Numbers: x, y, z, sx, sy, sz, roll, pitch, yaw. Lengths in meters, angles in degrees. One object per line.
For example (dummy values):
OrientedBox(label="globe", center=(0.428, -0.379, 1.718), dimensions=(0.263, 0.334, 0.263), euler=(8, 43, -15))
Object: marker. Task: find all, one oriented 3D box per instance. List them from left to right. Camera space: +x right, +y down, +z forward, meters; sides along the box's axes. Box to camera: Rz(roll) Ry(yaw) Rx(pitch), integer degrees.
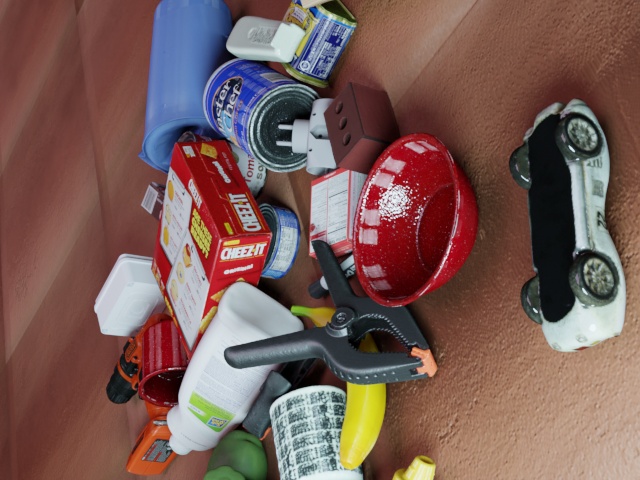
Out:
OrientedBox(label="marker", center=(0.023, 0.032, 1.117), dimensions=(0.121, 0.020, 0.020), euler=(-38, 49, 47))

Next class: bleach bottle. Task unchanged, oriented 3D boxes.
OrientedBox(label="bleach bottle", center=(-0.118, 0.163, 1.228), dimensions=(0.251, 0.102, 0.068), euler=(-54, 4, 36))

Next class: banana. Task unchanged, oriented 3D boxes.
OrientedBox(label="banana", center=(0.028, 0.131, 1.034), dimensions=(0.069, 0.037, 0.198), euler=(-23, 47, 2))

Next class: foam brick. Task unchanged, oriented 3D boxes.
OrientedBox(label="foam brick", center=(0.043, -0.115, 1.104), dimensions=(0.053, 0.051, 0.078), euler=(-48, 42, 39))

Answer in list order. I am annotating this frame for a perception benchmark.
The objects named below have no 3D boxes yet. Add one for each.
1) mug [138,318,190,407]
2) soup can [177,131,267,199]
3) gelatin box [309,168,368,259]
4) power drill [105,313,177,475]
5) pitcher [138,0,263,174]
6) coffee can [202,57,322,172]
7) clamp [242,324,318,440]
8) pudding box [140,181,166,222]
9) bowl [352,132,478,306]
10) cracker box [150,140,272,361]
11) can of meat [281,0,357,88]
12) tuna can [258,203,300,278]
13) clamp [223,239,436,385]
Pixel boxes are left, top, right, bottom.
OrientedBox(label="mug", center=(-0.178, 0.146, 1.343), dimensions=(0.117, 0.093, 0.081), euler=(-46, 38, 37))
OrientedBox(label="soup can", center=(-0.125, -0.090, 1.322), dimensions=(0.069, 0.102, 0.068), euler=(-27, 57, 52))
OrientedBox(label="gelatin box", center=(0.020, -0.029, 1.133), dimensions=(0.073, 0.030, 0.089), euler=(-22, 62, 53))
OrientedBox(label="power drill", center=(-0.238, 0.218, 1.444), dimensions=(0.185, 0.057, 0.188), euler=(-54, 39, 36))
OrientedBox(label="pitcher", center=(-0.158, -0.214, 1.412), dimensions=(0.145, 0.149, 0.243), euler=(120, 151, -54))
OrientedBox(label="coffee can", center=(-0.065, -0.149, 1.244), dimensions=(0.140, 0.102, 0.103), euler=(39, 113, 56))
OrientedBox(label="clamp", center=(-0.036, 0.150, 1.132), dimensions=(0.039, 0.120, 0.172), euler=(44, 142, 10))
OrientedBox(label="pudding box", center=(-0.173, -0.037, 1.395), dimensions=(0.114, 0.089, 0.039), euler=(38, 110, 57))
OrientedBox(label="bowl", center=(0.095, -0.015, 0.981), dimensions=(0.162, 0.055, 0.162), euler=(-27, 57, 52))
OrientedBox(label="cracker box", center=(-0.131, 0.015, 1.253), dimensions=(0.164, 0.072, 0.214), euler=(61, 146, 37))
OrientedBox(label="can of meat", center=(-0.009, -0.238, 1.228), dimensions=(0.084, 0.057, 0.102), euler=(-61, 35, 24))
OrientedBox(label="tuna can", center=(-0.058, 0.002, 1.247), dimensions=(0.086, 0.033, 0.086), euler=(-27, 58, 53))
OrientedBox(label="clamp", center=(0.026, 0.077, 1.029), dimensions=(0.210, 0.036, 0.164), euler=(12, 57, 34))
